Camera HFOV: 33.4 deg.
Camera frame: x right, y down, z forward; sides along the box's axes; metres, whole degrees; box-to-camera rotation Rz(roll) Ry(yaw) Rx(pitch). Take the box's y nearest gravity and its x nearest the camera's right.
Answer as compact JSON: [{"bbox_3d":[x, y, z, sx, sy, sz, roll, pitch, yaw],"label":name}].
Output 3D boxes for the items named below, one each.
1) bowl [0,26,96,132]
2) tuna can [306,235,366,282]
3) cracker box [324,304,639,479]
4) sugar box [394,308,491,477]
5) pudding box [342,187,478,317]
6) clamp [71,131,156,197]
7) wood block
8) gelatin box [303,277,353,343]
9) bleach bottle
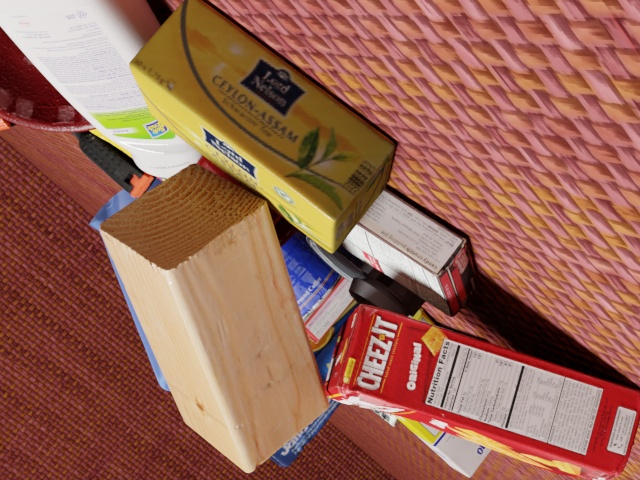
[{"bbox_3d":[-0.209,-0.159,0.838,0.162,0.162,0.055,50,-151,-45],"label":"bowl"},{"bbox_3d":[0.029,0.010,0.931,0.086,0.033,0.086,38,170,8],"label":"tuna can"},{"bbox_3d":[0.115,0.120,0.822,0.213,0.072,0.164,17,169,0],"label":"cracker box"},{"bbox_3d":[0.115,0.150,1.066,0.176,0.093,0.048,45,169,-29],"label":"sugar box"},{"bbox_3d":[0.059,0.001,0.781,0.114,0.039,0.090,32,167,24],"label":"pudding box"},{"bbox_3d":[-0.241,-0.110,1.169,0.164,0.036,0.210,29,-169,-36],"label":"clamp"},{"bbox_3d":[-0.074,0.060,0.790,0.091,0.090,0.206,29,145,42],"label":"wood block"},{"bbox_3d":[-0.002,0.053,1.065,0.030,0.089,0.073,46,168,-32],"label":"gelatin box"},{"bbox_3d":[-0.152,-0.120,0.795,0.103,0.068,0.250,0,148,19],"label":"bleach bottle"}]
